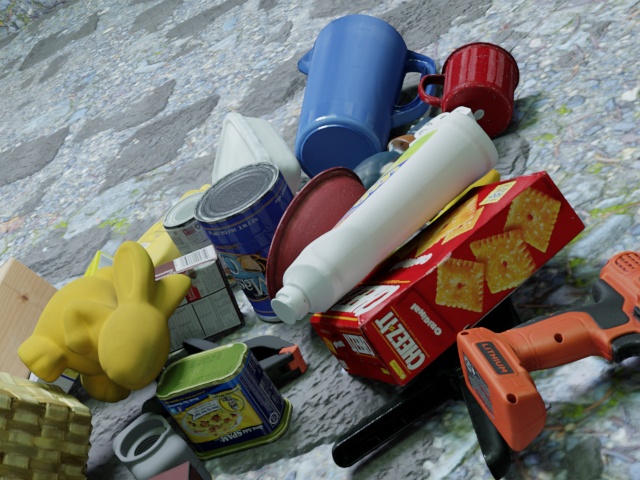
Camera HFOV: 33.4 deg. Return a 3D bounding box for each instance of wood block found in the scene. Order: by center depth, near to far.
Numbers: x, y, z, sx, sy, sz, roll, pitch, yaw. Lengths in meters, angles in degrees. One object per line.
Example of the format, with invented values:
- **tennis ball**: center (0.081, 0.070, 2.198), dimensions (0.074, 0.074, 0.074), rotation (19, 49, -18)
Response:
- **wood block**: center (-0.396, 0.128, 1.304), dimensions (0.090, 0.090, 0.206), rotation (-40, 22, 27)

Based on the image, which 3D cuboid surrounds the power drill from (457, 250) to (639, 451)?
- **power drill**: center (0.211, 0.088, 0.793), dimensions (0.187, 0.057, 0.184), rotation (-19, 29, -9)

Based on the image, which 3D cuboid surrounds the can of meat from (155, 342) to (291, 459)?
- **can of meat**: center (-0.092, 0.149, 0.995), dimensions (0.102, 0.084, 0.057), rotation (-19, 30, 22)

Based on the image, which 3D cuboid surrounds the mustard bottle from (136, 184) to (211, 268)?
- **mustard bottle**: center (-0.181, -0.011, 1.373), dimensions (0.096, 0.058, 0.191), rotation (-8, 35, 50)

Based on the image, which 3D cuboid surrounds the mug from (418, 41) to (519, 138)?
- **mug**: center (0.172, -0.172, 1.243), dimensions (0.117, 0.093, 0.081), rotation (8, 42, 6)

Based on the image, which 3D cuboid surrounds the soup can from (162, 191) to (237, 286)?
- **soup can**: center (-0.133, 0.002, 1.258), dimensions (0.068, 0.102, 0.068), rotation (-24, 28, 14)

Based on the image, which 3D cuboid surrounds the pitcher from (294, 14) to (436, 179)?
- **pitcher**: center (0.048, -0.175, 1.356), dimensions (0.149, 0.145, 0.242), rotation (-39, 24, 33)

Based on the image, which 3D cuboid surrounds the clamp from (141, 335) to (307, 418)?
- **clamp**: center (-0.098, 0.136, 1.070), dimensions (0.172, 0.039, 0.120), rotation (-9, 35, 35)

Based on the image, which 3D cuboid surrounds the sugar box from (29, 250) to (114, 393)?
- **sugar box**: center (-0.277, 0.106, 1.206), dimensions (0.176, 0.048, 0.093), rotation (-53, 19, 24)

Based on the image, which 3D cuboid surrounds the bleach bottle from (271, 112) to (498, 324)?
- **bleach bottle**: center (0.052, -0.014, 0.967), dimensions (0.250, 0.068, 0.103), rotation (-42, 4, -30)

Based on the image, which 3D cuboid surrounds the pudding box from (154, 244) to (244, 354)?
- **pudding box**: center (-0.151, 0.068, 1.160), dimensions (0.113, 0.090, 0.039), rotation (-21, 26, -2)

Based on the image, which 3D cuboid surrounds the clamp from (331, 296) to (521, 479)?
- **clamp**: center (0.107, 0.119, 0.896), dimensions (0.165, 0.036, 0.209), rotation (-9, 32, 35)

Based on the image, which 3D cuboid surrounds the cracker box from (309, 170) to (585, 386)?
- **cracker box**: center (0.106, 0.031, 0.951), dimensions (0.213, 0.072, 0.164), rotation (-38, 7, -14)

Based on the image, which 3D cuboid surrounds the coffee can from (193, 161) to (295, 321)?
- **coffee can**: center (-0.057, 0.001, 1.140), dimensions (0.103, 0.140, 0.103), rotation (-23, 29, 13)

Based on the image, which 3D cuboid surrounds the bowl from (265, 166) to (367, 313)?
- **bowl**: center (0.018, 0.011, 1.063), dimensions (0.055, 0.162, 0.162), rotation (24, 57, 30)
